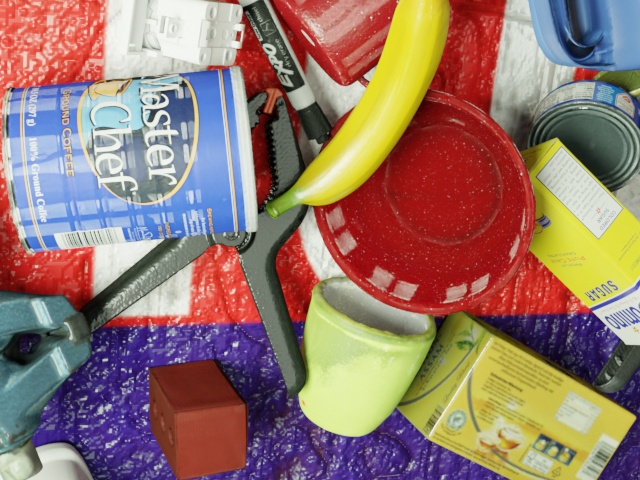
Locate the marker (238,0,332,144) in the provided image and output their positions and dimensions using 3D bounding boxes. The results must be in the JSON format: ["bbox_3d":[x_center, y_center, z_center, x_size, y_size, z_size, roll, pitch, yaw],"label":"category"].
[{"bbox_3d":[-0.024,-0.120,0.718,0.020,0.020,0.121,-30,105,-10],"label":"marker"}]

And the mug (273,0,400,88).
[{"bbox_3d":[0.029,-0.148,0.704,0.081,0.093,0.117,-39,123,-1],"label":"mug"}]

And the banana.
[{"bbox_3d":[0.036,-0.086,0.676,0.069,0.037,0.198,-25,153,-53],"label":"banana"}]

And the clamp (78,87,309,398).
[{"bbox_3d":[-0.055,0.001,0.735,0.164,0.036,0.210,24,92,-12],"label":"clamp"}]

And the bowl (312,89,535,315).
[{"bbox_3d":[0.077,-0.032,0.751,0.162,0.055,0.162,9,111,23],"label":"bowl"}]

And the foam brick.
[{"bbox_3d":[-0.087,0.125,0.751,0.051,0.078,0.053,-5,109,-21],"label":"foam brick"}]

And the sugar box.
[{"bbox_3d":[0.201,0.006,0.786,0.176,0.093,0.048,45,76,-7],"label":"sugar box"}]

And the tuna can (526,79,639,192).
[{"bbox_3d":[0.199,-0.077,0.796,0.086,0.033,0.086,12,134,12],"label":"tuna can"}]

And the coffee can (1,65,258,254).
[{"bbox_3d":[-0.113,-0.049,0.654,0.140,0.103,0.103,-6,109,-5],"label":"coffee can"}]
